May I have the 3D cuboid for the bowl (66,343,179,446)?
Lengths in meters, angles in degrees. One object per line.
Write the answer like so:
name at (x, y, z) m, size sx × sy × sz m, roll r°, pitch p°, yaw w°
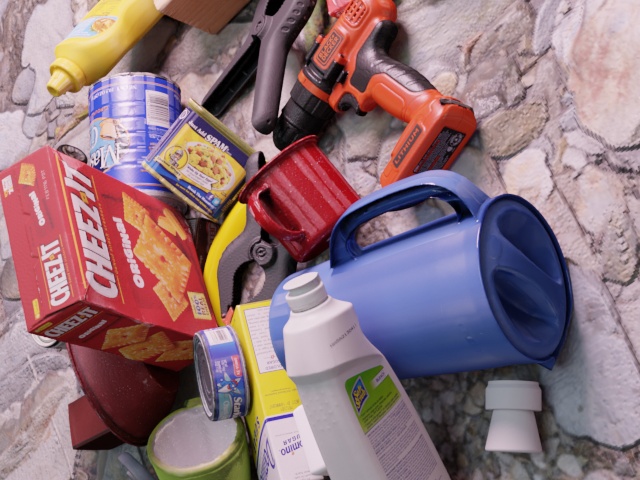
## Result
bowl at (-0.190, 0.124, 1.082) m, size 0.055 × 0.162 × 0.162 m, roll -28°, pitch 62°, yaw 10°

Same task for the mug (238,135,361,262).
mug at (-0.019, -0.031, 0.953) m, size 0.081 × 0.117 × 0.093 m, roll 50°, pitch 121°, yaw 9°

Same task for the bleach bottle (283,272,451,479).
bleach bottle at (0.036, 0.139, 0.836) m, size 0.068 × 0.102 × 0.251 m, roll -14°, pitch 105°, yaw 36°

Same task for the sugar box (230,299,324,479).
sugar box at (-0.046, 0.154, 0.989) m, size 0.093 × 0.048 × 0.176 m, roll 111°, pitch 148°, yaw -59°

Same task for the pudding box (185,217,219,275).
pudding box at (-0.156, 0.034, 1.139) m, size 0.090 × 0.039 × 0.113 m, roll -2°, pitch 77°, yaw 40°

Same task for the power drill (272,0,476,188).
power drill at (0.044, -0.117, 0.993) m, size 0.188 × 0.057 × 0.185 m, roll 50°, pitch 118°, yaw 34°

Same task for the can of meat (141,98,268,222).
can of meat at (-0.118, -0.080, 1.083) m, size 0.102 × 0.057 × 0.084 m, roll 39°, pitch 93°, yaw -7°

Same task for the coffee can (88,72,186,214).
coffee can at (-0.200, -0.097, 1.161) m, size 0.103 × 0.102 × 0.140 m, roll -17°, pitch 70°, yaw 36°

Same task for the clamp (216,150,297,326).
clamp at (-0.057, 0.001, 1.038) m, size 0.120 × 0.039 × 0.171 m, roll 40°, pitch 99°, yaw 20°

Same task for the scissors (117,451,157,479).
scissors at (-0.137, 0.271, 1.047) m, size 0.016 × 0.096 × 0.202 m, roll -43°, pitch 45°, yaw -18°

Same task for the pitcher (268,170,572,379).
pitcher at (0.070, 0.045, 0.886) m, size 0.243 × 0.144 × 0.149 m, roll -17°, pitch 69°, yaw 39°

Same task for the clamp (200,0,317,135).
clamp at (-0.056, -0.208, 1.098) m, size 0.165 × 0.036 × 0.210 m, roll 13°, pitch 80°, yaw 59°

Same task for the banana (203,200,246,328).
banana at (-0.076, 0.005, 1.083) m, size 0.070 × 0.037 × 0.198 m, roll 24°, pitch 99°, yaw 18°

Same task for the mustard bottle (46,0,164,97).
mustard bottle at (-0.241, -0.228, 1.192) m, size 0.096 × 0.058 × 0.191 m, roll 3°, pitch 47°, yaw 41°

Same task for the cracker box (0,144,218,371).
cracker box at (-0.192, 0.022, 1.005) m, size 0.072 × 0.213 × 0.164 m, roll -29°, pitch 63°, yaw 18°

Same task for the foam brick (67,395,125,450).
foam brick at (-0.227, 0.190, 1.154) m, size 0.078 × 0.052 × 0.051 m, roll -29°, pitch 63°, yaw 30°

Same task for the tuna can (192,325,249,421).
tuna can at (-0.093, 0.123, 0.985) m, size 0.086 × 0.033 × 0.086 m, roll 171°, pitch 90°, yaw -73°
